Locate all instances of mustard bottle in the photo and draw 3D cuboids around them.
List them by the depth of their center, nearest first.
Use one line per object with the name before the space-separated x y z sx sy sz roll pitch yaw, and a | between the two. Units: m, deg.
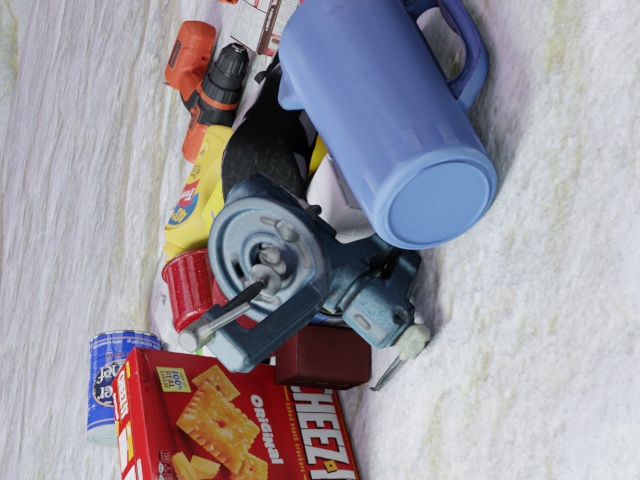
mustard bottle | -0.147 -0.047 1.329 0.096 0.058 0.191 15 81 65

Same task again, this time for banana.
banana | -0.026 -0.088 1.179 0.198 0.037 0.069 -40 18 48

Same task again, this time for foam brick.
foam brick | 0.001 0.110 1.006 0.053 0.078 0.051 144 129 -58

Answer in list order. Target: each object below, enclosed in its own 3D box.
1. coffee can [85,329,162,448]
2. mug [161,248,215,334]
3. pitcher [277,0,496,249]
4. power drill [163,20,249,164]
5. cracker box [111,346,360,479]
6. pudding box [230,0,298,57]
coffee can | -0.272 0.208 1.487 0.103 0.102 0.140 -41 46 52
mug | -0.142 0.075 1.303 0.117 0.093 0.081 96 163 -57
pitcher | 0.066 -0.115 0.918 0.243 0.144 0.149 -114 29 -42
power drill | -0.157 -0.222 1.454 0.185 0.057 0.188 -62 32 32
cracker box | -0.075 0.191 0.977 0.072 0.213 0.164 -55 36 38
pudding box | -0.070 -0.280 1.324 0.114 0.039 0.090 47 123 60
